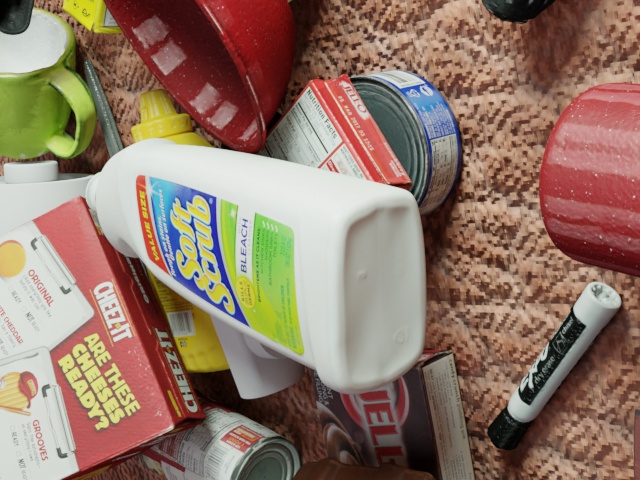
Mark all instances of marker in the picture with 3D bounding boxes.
[{"bbox_3d":[0.120,0.070,0.561,0.020,0.020,0.121,47,132,26],"label":"marker"}]

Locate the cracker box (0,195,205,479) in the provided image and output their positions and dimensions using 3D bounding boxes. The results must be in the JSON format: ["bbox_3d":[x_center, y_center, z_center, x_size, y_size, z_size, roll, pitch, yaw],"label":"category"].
[{"bbox_3d":[-0.206,0.092,0.715,0.214,0.072,0.164,-26,80,10],"label":"cracker box"}]

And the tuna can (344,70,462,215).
[{"bbox_3d":[0.037,-0.051,0.596,0.086,0.033,0.086,19,117,42],"label":"tuna can"}]

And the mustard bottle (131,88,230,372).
[{"bbox_3d":[-0.090,-0.008,0.728,0.096,0.058,0.191,-10,97,54],"label":"mustard bottle"}]

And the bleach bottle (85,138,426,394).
[{"bbox_3d":[-0.054,0.001,0.593,0.251,0.067,0.102,15,114,46],"label":"bleach bottle"}]

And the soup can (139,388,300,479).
[{"bbox_3d":[-0.072,0.153,0.758,0.102,0.068,0.068,19,116,42],"label":"soup can"}]

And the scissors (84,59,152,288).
[{"bbox_3d":[-0.154,-0.029,0.821,0.096,0.016,0.202,-40,74,46],"label":"scissors"}]

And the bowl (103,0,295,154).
[{"bbox_3d":[-0.063,-0.127,0.579,0.162,0.055,0.162,46,164,17],"label":"bowl"}]

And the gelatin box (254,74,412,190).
[{"bbox_3d":[0.001,-0.036,0.589,0.089,0.030,0.073,-44,70,45],"label":"gelatin box"}]

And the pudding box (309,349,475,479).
[{"bbox_3d":[0.045,0.122,0.644,0.090,0.039,0.113,-5,100,46],"label":"pudding box"}]
